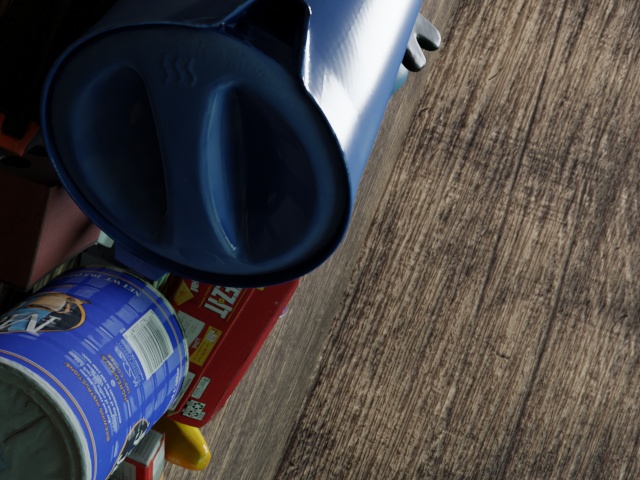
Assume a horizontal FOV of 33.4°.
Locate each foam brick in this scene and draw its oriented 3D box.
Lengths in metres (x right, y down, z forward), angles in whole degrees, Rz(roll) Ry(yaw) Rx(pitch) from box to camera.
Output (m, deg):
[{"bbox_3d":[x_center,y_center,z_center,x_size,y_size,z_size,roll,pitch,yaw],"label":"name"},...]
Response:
[{"bbox_3d":[-0.137,-0.019,0.498,0.078,0.053,0.051,-54,164,-68],"label":"foam brick"}]

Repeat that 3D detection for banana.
[{"bbox_3d":[-0.119,0.095,0.788,0.198,0.069,0.037,-101,172,-52],"label":"banana"}]

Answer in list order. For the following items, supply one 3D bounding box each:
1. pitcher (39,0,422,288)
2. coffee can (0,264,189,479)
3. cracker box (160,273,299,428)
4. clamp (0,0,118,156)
[{"bbox_3d":[-0.023,-0.097,0.511,0.145,0.149,0.242,67,32,-34],"label":"pitcher"},{"bbox_3d":[-0.140,0.082,0.559,0.140,0.103,0.103,-51,161,-69],"label":"coffee can"},{"bbox_3d":[-0.055,0.001,0.747,0.164,0.072,0.213,-58,-171,36],"label":"cracker box"},{"bbox_3d":[-0.109,-0.109,0.510,0.171,0.039,0.120,-62,167,-17],"label":"clamp"}]
